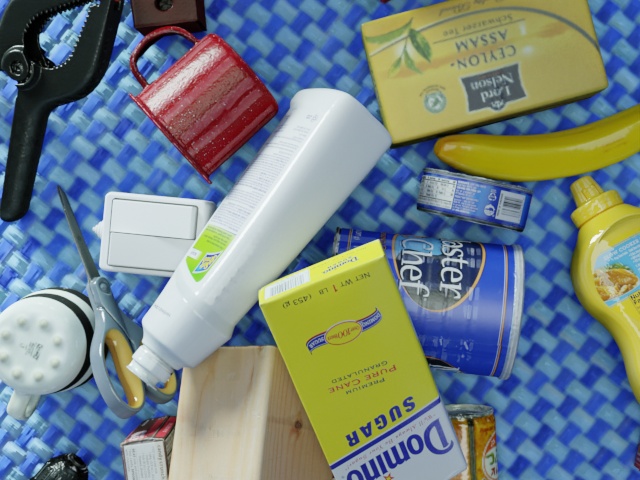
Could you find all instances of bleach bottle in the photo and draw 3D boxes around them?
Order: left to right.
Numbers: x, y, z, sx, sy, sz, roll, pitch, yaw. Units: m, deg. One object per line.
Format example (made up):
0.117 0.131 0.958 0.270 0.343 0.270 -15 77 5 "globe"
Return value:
-0.055 0.001 0.791 0.068 0.103 0.250 42 80 -22 "bleach bottle"

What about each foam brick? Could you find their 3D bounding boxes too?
-0.121 -0.204 0.842 0.053 0.051 0.078 -7 90 3 "foam brick"

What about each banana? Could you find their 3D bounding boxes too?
0.187 -0.078 0.825 0.198 0.037 0.069 -16 127 5 "banana"

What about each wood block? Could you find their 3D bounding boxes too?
-0.052 0.188 0.784 0.090 0.090 0.206 -6 71 38 "wood block"

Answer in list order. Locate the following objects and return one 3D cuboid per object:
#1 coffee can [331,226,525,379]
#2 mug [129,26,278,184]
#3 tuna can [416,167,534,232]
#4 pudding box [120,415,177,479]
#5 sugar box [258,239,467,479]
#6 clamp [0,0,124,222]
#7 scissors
0.077 0.047 0.810 0.140 0.103 0.103 6 91 3 "coffee can"
-0.095 -0.113 0.823 0.081 0.093 0.117 -42 96 -2 "mug"
0.117 -0.031 0.815 0.086 0.086 0.034 12 93 3 "tuna can"
-0.124 0.200 0.829 0.039 0.090 0.113 -9 91 2 "pudding box"
0.031 0.098 0.749 0.093 0.048 0.176 -22 105 5 "sugar box"
-0.239 -0.140 0.839 0.164 0.036 0.210 45 109 2 "clamp"
-0.163 0.052 0.858 0.016 0.096 0.202 -31 58 23 "scissors"
